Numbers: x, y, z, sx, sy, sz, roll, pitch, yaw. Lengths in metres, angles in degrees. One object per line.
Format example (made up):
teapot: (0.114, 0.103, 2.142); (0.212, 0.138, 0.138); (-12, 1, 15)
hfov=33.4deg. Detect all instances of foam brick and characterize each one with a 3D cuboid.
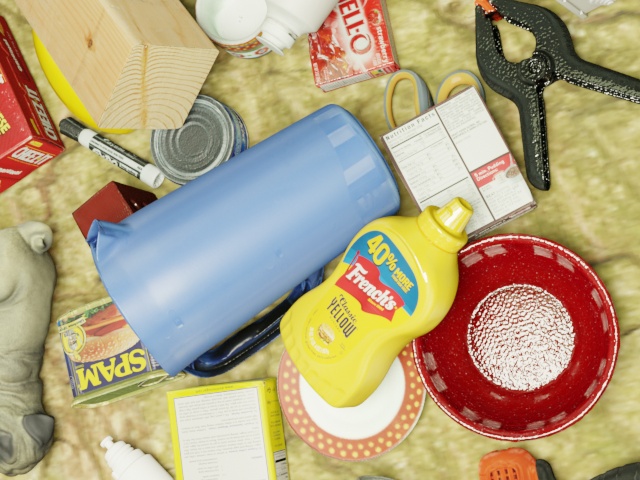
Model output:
foam brick: (-0.174, -0.014, 0.958); (0.051, 0.078, 0.053); (-37, 74, 12)

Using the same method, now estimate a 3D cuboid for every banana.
banana: (-0.228, -0.164, 1.017); (0.069, 0.037, 0.198); (-39, 74, -9)

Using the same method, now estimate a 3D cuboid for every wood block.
wood block: (-0.190, -0.199, 0.942); (0.206, 0.090, 0.091); (54, 128, 28)

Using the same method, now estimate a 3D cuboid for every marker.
marker: (-0.199, -0.084, 1.004); (0.121, 0.020, 0.020); (30, 93, 19)

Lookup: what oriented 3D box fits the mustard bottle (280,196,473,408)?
mustard bottle: (0.052, 0.039, 0.837); (0.192, 0.058, 0.096); (-49, 57, 25)

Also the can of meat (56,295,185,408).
can of meat: (-0.181, 0.096, 0.959); (0.102, 0.057, 0.084); (-20, 75, 14)

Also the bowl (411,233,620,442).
bowl: (0.156, 0.077, 0.851); (0.162, 0.055, 0.162); (-2, 83, 18)

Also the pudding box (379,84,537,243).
pudding box: (0.113, -0.057, 0.874); (0.090, 0.039, 0.113); (-28, 81, 8)

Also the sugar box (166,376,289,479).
sugar box: (-0.074, 0.211, 0.918); (0.093, 0.048, 0.176); (-9, 85, 17)

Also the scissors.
scissors: (0.112, -0.057, 0.902); (0.096, 0.016, 0.202); (-21, 78, 15)

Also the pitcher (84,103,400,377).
pitcher: (-0.056, 0.001, 0.880); (0.242, 0.149, 0.145); (-32, 80, -5)

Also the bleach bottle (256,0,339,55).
bleach bottle: (0.026, -0.266, 0.898); (0.068, 0.102, 0.251); (32, 90, 11)

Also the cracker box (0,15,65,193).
cracker box: (-0.376, -0.106, 1.038); (0.214, 0.072, 0.164); (-30, 76, 12)

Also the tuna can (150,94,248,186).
tuna can: (-0.111, -0.089, 0.968); (0.086, 0.033, 0.086); (-2, 83, 18)

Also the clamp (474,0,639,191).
clamp: (0.191, -0.139, 0.873); (0.120, 0.039, 0.171); (-29, 76, 12)

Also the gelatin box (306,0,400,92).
gelatin box: (0.024, -0.183, 0.937); (0.073, 0.030, 0.089); (-14, 80, 16)
